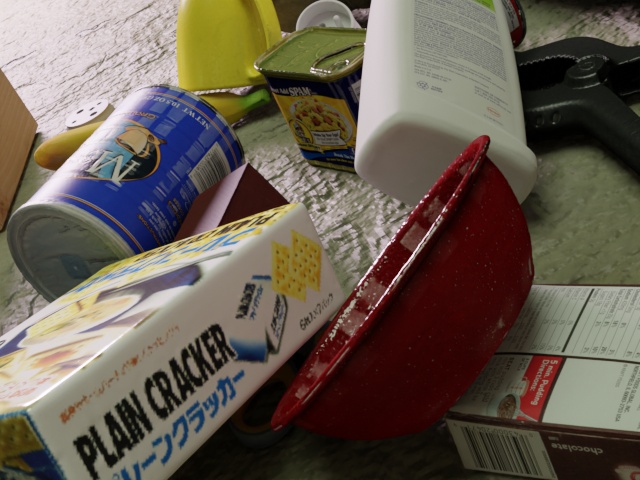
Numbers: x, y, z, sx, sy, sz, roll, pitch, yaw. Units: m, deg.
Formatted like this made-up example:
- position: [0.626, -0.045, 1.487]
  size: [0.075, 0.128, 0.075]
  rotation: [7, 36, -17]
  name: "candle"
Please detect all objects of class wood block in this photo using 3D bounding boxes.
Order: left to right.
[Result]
- position: [-0.333, -0.079, 0.973]
  size: [0.090, 0.091, 0.206]
  rotation: [-22, 31, 9]
  name: "wood block"

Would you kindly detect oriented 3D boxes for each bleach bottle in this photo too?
- position: [0.080, -0.129, 0.669]
  size: [0.068, 0.102, 0.250]
  rotation: [-52, 22, 45]
  name: "bleach bottle"

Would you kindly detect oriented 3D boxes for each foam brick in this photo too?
- position: [-0.054, 0.001, 0.659]
  size: [0.053, 0.051, 0.078]
  rotation: [-30, 25, 34]
  name: "foam brick"

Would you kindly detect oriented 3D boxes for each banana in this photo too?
- position: [-0.138, -0.089, 0.850]
  size: [0.197, 0.037, 0.070]
  rotation: [-22, -7, -26]
  name: "banana"

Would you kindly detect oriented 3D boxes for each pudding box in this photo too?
- position: [0.121, 0.060, 0.460]
  size: [0.114, 0.039, 0.090]
  rotation: [1, 39, 36]
  name: "pudding box"

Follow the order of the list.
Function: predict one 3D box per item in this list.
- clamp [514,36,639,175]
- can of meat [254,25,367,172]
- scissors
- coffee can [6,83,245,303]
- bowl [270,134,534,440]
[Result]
- position: [0.180, -0.099, 0.658]
  size: [0.164, 0.036, 0.210]
  rotation: [-41, 32, -22]
  name: "clamp"
- position: [0.014, -0.096, 0.737]
  size: [0.057, 0.084, 0.102]
  rotation: [-42, 33, -25]
  name: "can of meat"
- position: [-0.024, 0.051, 0.607]
  size: [0.096, 0.016, 0.202]
  rotation: [-30, 30, -6]
  name: "scissors"
- position: [-0.127, -0.025, 0.718]
  size: [0.103, 0.102, 0.140]
  rotation: [-4, 37, 34]
  name: "coffee can"
- position: [0.046, 0.033, 0.476]
  size: [0.162, 0.055, 0.162]
  rotation: [-54, 1, 0]
  name: "bowl"
